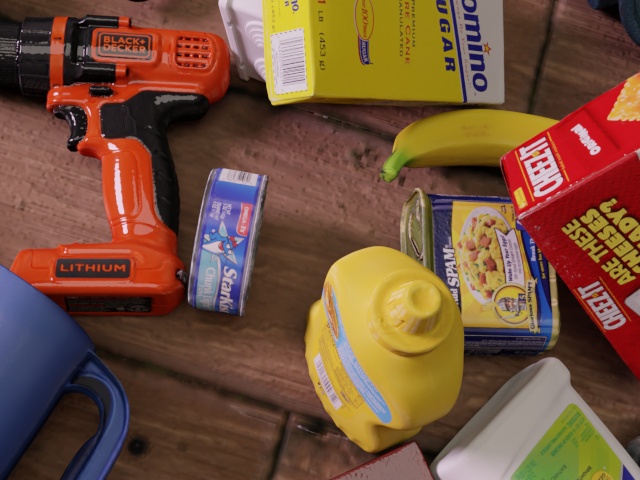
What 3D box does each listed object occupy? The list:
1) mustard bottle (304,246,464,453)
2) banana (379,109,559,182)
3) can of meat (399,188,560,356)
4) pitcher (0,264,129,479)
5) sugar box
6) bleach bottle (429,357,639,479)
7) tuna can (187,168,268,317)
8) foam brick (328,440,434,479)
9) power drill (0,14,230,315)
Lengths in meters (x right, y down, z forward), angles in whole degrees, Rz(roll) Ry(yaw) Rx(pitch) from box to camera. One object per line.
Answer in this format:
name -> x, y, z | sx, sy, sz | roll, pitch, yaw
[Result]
mustard bottle -> 0.034, 0.055, 0.567 | 0.058, 0.192, 0.096 | -20, 76, -13
banana -> 0.129, -0.053, 0.689 | 0.197, 0.037, 0.069 | 3, 56, -10
can of meat -> 0.097, 0.021, 0.657 | 0.084, 0.057, 0.102 | 2, 73, -8
pitcher -> -0.220, 0.125, 0.534 | 0.149, 0.145, 0.242 | 9, 61, 38
sugar box -> 0.044, -0.128, 0.644 | 0.175, 0.048, 0.093 | -6, 95, -41
bleach bottle -> 0.180, 0.192, 0.608 | 0.102, 0.068, 0.251 | -41, 86, -25
tuna can -> -0.054, 0.001, 0.630 | 0.033, 0.086, 0.086 | 10, 72, -2
foam brick -> 0.027, 0.155, 0.609 | 0.078, 0.051, 0.053 | -21, 77, -12
power drill -> -0.148, -0.050, 0.650 | 0.184, 0.057, 0.187 | 1, 72, -6
